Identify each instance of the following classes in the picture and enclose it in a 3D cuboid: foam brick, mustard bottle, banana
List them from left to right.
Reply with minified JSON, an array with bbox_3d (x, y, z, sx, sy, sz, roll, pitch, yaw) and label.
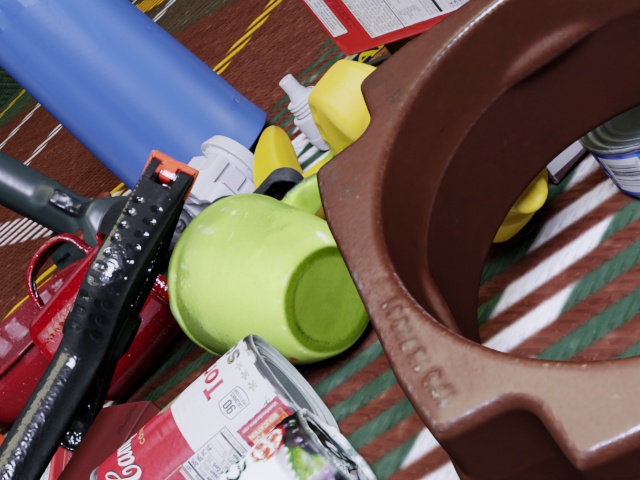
[{"bbox_3d":[-0.106,0.133,0.572,0.053,0.051,0.078,-16,35,47],"label":"foam brick"},{"bbox_3d":[-0.015,-0.042,0.732,0.069,0.037,0.198,-65,19,-1],"label":"banana"},{"bbox_3d":[0.061,-0.043,0.540,0.058,0.096,0.192,-48,22,-2],"label":"mustard bottle"}]

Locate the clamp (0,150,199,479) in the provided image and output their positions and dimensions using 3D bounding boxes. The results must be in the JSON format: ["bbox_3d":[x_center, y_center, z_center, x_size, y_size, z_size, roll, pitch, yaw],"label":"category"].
[{"bbox_3d":[-0.123,0.053,0.577,0.164,0.036,0.210,-68,3,-77],"label":"clamp"}]

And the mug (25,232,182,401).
[{"bbox_3d":[-0.151,0.047,0.727,0.081,0.117,0.093,-49,-3,0],"label":"mug"}]

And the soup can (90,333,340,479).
[{"bbox_3d":[-0.049,0.102,0.509,0.102,0.068,0.068,-42,22,3],"label":"soup can"}]

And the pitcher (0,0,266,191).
[{"bbox_3d":[-0.173,-0.141,0.920,0.145,0.242,0.149,-53,17,-17],"label":"pitcher"}]

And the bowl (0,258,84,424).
[{"bbox_3d":[-0.219,0.089,0.828,0.162,0.055,0.162,-39,17,14],"label":"bowl"}]
